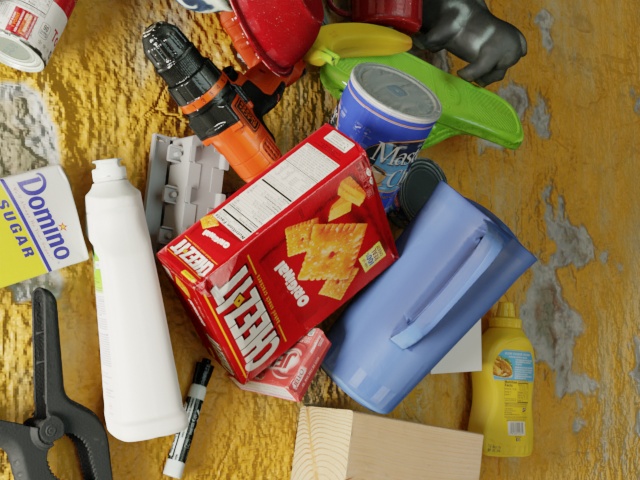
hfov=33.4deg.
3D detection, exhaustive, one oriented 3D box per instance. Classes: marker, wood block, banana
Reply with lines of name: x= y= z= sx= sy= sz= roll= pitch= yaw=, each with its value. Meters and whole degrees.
marker: x=-0.130 y=0.176 z=1.063 sx=0.020 sy=0.020 sz=0.121 roll=28 pitch=70 yaw=-36
wood block: x=0.077 y=0.244 z=1.188 sx=0.205 sy=0.090 sz=0.091 roll=16 pitch=76 yaw=-38
banana: x=0.030 y=-0.208 z=1.147 sx=0.197 sy=0.070 sz=0.037 roll=-30 pitch=146 yaw=-57

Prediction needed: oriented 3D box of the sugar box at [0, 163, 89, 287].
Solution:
sugar box: x=-0.293 y=-0.002 z=0.919 sx=0.175 sy=0.048 sz=0.093 roll=-21 pitch=101 yaw=-38

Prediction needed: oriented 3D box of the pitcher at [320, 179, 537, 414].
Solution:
pitcher: x=0.107 y=0.066 z=1.136 sx=0.243 sy=0.145 sz=0.149 roll=-51 pitch=141 yaw=5

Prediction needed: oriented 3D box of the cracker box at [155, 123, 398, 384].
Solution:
cracker box: x=-0.033 y=0.016 z=1.036 sx=0.213 sy=0.072 sz=0.164 roll=-39 pitch=140 yaw=-17

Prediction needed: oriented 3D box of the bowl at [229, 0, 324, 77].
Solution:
bowl: x=-0.040 y=-0.242 z=1.031 sx=0.162 sy=0.055 sz=0.162 roll=56 pitch=22 yaw=-38

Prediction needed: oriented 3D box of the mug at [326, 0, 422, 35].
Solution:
mug: x=0.063 y=-0.280 z=1.216 sx=0.117 sy=0.093 sz=0.081 roll=1 pitch=84 yaw=-5

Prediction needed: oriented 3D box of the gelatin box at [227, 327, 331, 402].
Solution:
gelatin box: x=-0.042 y=0.122 z=1.094 sx=0.030 sy=0.089 sz=0.073 roll=52 pitch=57 yaw=-36

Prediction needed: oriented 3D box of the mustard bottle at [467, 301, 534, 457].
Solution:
mustard bottle: x=0.229 y=0.173 z=1.342 sx=0.096 sy=0.058 sz=0.191 roll=9 pitch=81 yaw=-38

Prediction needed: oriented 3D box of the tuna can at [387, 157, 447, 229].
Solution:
tuna can: x=0.113 y=-0.055 z=1.275 sx=0.085 sy=0.034 sz=0.086 roll=3 pitch=85 yaw=-40

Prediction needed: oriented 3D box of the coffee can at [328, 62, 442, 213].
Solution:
coffee can: x=0.053 y=-0.103 z=1.138 sx=0.102 sy=0.103 sz=0.140 roll=-5 pitch=134 yaw=-40

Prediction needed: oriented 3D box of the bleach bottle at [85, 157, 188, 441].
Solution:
bleach bottle: x=-0.176 y=0.050 z=0.977 sx=0.068 sy=0.103 sz=0.251 roll=-8 pitch=93 yaw=-23

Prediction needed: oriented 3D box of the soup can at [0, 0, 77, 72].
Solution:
soup can: x=-0.256 y=-0.210 z=0.949 sx=0.068 sy=0.069 sz=0.102 roll=33 pitch=67 yaw=-34

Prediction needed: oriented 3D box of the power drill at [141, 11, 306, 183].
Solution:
power drill: x=-0.088 y=-0.169 z=1.055 sx=0.184 sy=0.057 sz=0.187 roll=53 pitch=34 yaw=-25

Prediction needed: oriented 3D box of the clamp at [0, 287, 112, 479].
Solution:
clamp: x=-0.257 y=0.170 z=0.944 sx=0.164 sy=0.036 sz=0.210 roll=-38 pitch=111 yaw=-36
